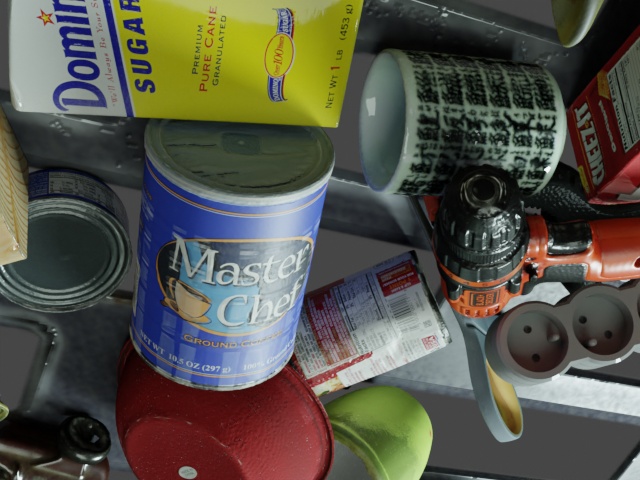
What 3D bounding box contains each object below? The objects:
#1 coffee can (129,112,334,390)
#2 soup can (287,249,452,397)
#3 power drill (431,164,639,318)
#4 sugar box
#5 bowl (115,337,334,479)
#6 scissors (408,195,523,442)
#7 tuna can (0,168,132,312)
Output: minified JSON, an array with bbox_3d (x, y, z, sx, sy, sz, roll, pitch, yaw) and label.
[{"bbox_3d":[-0.054,0.001,0.612,0.102,0.103,0.140,1,128,-14],"label":"coffee can"},{"bbox_3d":[0.027,0.055,0.698,0.102,0.068,0.068,-23,130,5],"label":"soup can"},{"bbox_3d":[0.155,-0.005,0.587,0.187,0.057,0.184,-5,164,5],"label":"power drill"},{"bbox_3d":[-0.071,-0.110,0.556,0.176,0.048,0.093,-1,128,-14],"label":"sugar box"},{"bbox_3d":[-0.075,0.131,0.694,0.162,0.055,0.162,14,129,18],"label":"bowl"},{"bbox_3d":[0.103,0.039,0.726,0.016,0.096,0.202,-14,103,28],"label":"scissors"},{"bbox_3d":[-0.155,0.000,0.632,0.086,0.034,0.086,-7,129,-8],"label":"tuna can"}]
